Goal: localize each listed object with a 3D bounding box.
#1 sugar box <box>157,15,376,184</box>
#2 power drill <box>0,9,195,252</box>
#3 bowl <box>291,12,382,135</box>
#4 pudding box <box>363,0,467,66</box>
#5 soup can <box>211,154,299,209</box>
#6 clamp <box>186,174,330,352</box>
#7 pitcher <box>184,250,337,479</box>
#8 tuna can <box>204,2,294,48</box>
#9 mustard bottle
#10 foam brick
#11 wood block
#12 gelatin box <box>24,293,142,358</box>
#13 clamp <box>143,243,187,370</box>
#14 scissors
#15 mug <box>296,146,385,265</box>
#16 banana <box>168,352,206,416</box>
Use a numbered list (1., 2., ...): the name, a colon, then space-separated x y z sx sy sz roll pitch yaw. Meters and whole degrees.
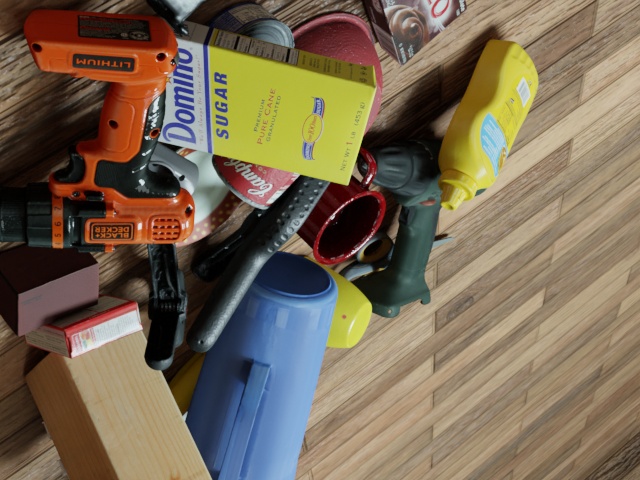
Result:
1. sugar box: -0.052 -0.109 0.841 0.176 0.048 0.093 11 122 -7
2. power drill: -0.180 -0.075 0.789 0.184 0.057 0.188 -1 128 -16
3. bowl: 0.005 -0.128 0.993 0.162 0.055 0.162 -31 148 -23
4. pudding box: 0.086 -0.229 0.984 0.090 0.039 0.113 -41 151 -8
5. soup can: -0.036 -0.086 0.919 0.102 0.068 0.068 -45 152 21
6. clamp: -0.056 0.001 0.973 0.036 0.164 0.210 36 112 -18
7. pitcher: -0.063 0.141 1.097 0.144 0.149 0.243 -6 123 -38
8. tuna can: -0.065 -0.155 0.892 0.086 0.034 0.086 -32 148 -23
9. mustard bottle: 0.173 -0.114 1.143 0.191 0.058 0.096 -63 146 -22
10. foam brick: -0.233 0.034 0.899 0.078 0.051 0.053 -22 142 -35
11. wood block: -0.180 0.191 0.985 0.090 0.206 0.090 -18 167 -41
12. gelatin box: -0.212 0.074 0.940 0.073 0.089 0.030 -21 107 -38
13. clamp: -0.143 0.070 0.994 0.171 0.039 0.120 92 4 -74
14. scissors: 0.101 0.005 1.319 0.201 0.016 0.096 -27 146 -30
15. mug: 0.011 -0.045 1.076 0.093 0.082 0.117 4 125 -53
16. banana: -0.119 0.142 1.191 0.197 0.037 0.069 -41 148 -8
